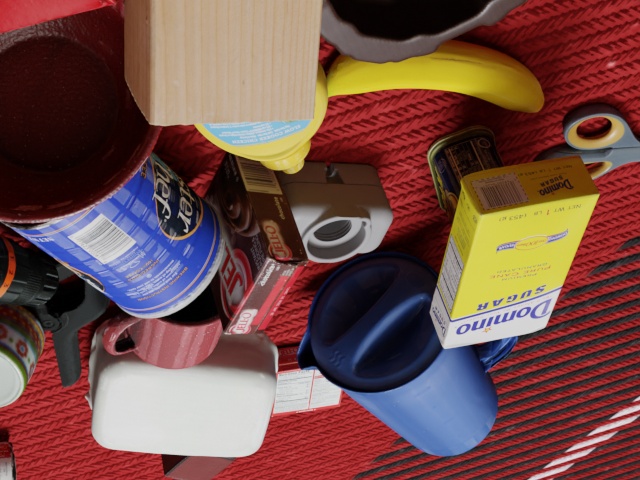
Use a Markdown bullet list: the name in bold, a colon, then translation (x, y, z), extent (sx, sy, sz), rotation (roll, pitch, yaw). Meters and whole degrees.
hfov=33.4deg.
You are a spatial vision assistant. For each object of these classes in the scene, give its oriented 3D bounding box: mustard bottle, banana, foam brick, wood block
- **mustard bottle**: translation (-0.047, -0.107, 0.715), extent (0.096, 0.058, 0.191), rotation (-13, 144, 11)
- **banana**: translation (0.088, -0.121, 0.777), extent (0.197, 0.037, 0.070), rotation (1, 165, -19)
- **foam brick**: translation (-0.124, 0.189, 1.044), extent (0.052, 0.078, 0.051), rotation (22, 128, -38)
- **wood block**: translation (-0.050, -0.171, 0.544), extent (0.090, 0.090, 0.206), rotation (-4, 116, -18)

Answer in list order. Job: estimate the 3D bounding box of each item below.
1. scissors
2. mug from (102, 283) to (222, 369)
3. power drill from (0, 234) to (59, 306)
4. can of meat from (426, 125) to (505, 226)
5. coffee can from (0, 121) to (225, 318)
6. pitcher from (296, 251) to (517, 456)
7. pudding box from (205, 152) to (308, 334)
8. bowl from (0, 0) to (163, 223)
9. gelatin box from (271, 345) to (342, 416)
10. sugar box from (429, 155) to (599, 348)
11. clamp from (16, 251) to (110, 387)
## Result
- **scissors**: translation (0.278, -0.089, 0.907), extent (0.201, 0.016, 0.096), rotation (-13, 143, -7)
- **mug**: translation (-0.124, 0.057, 0.859), extent (0.117, 0.093, 0.082), rotation (-32, 159, -34)
- **power drill**: translation (-0.303, 0.033, 0.755), extent (0.188, 0.057, 0.184), rotation (-18, 161, 18)
- **can of meat**: translation (0.131, -0.028, 0.868), extent (0.057, 0.084, 0.102), rotation (-20, 143, 3)
- **coffee can**: translation (-0.146, -0.020, 0.749), extent (0.103, 0.103, 0.140), rotation (-28, 142, 13)
- **pitcher**: translation (0.099, 0.116, 1.004), extent (0.145, 0.149, 0.242), rotation (-61, 148, -15)
- **pudding box**: translation (-0.055, 0.001, 0.803), extent (0.039, 0.113, 0.090), rotation (6, 137, -29)
- **bowl**: translation (-0.170, -0.088, 0.644), extent (0.162, 0.162, 0.055), rotation (-15, 176, -4)
- **gelatin box**: translation (-0.014, 0.137, 1.063), extent (0.073, 0.030, 0.089), rotation (-7, 142, -12)
- **sugar box**: translation (0.143, 0.014, 0.816), extent (0.093, 0.048, 0.176), rotation (-10, 141, -10)
- **clamp**: translation (-0.217, 0.062, 0.875), extent (0.120, 0.039, 0.172), rotation (25, 129, -39)
